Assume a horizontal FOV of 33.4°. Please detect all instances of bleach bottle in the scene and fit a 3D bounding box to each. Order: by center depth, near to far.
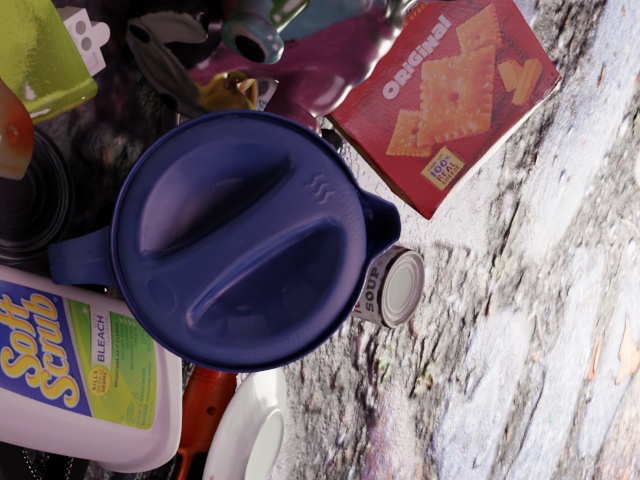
[{"bbox_3d":[-0.181,0.062,0.568,0.250,0.068,0.102,23,58,-51],"label":"bleach bottle"}]

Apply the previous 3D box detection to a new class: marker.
[{"bbox_3d":[-0.013,-0.102,0.846,0.121,0.020,0.020,22,84,-55],"label":"marker"}]

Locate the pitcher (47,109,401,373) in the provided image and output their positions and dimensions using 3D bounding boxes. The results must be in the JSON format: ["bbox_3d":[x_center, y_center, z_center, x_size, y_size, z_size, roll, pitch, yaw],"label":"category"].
[{"bbox_3d":[-0.054,0.001,0.649,0.145,0.149,0.243,-54,-178,-1],"label":"pitcher"}]

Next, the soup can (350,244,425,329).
[{"bbox_3d":[0.026,0.029,0.878,0.068,0.102,0.068,-25,122,-48],"label":"soup can"}]

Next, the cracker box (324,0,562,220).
[{"bbox_3d":[0.072,-0.142,0.822,0.164,0.072,0.213,-46,129,0],"label":"cracker box"}]

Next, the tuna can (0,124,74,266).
[{"bbox_3d":[-0.182,-0.028,0.601,0.086,0.034,0.086,14,71,-48],"label":"tuna can"}]

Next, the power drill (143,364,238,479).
[{"bbox_3d":[-0.105,0.140,0.755,0.184,0.057,0.188,9,97,-70],"label":"power drill"}]
